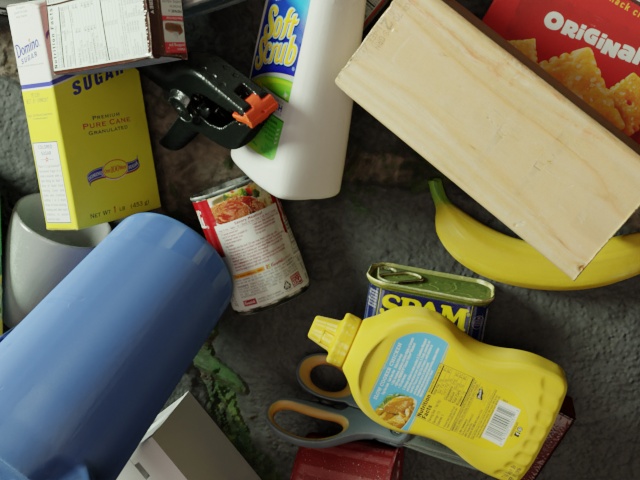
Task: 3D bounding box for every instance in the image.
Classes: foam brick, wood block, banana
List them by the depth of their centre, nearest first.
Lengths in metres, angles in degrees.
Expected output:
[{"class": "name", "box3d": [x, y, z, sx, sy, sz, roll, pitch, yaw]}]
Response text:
[{"class": "wood block", "box3d": [0.124, -0.077, 0.724, 0.206, 0.090, 0.090, 41, 107, 11]}, {"class": "banana", "box3d": [0.174, 0.006, 0.841, 0.198, 0.037, 0.070, 14, 103, 6]}, {"class": "foam brick", "box3d": [0.164, 0.155, 0.867, 0.051, 0.053, 0.078, 30, 105, 2]}]

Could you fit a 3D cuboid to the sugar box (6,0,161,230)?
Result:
[{"class": "sugar box", "box3d": [-0.185, -0.103, 0.847, 0.048, 0.093, 0.176, 4, 106, 38]}]

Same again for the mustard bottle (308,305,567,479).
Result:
[{"class": "mustard bottle", "box3d": [0.081, 0.104, 0.810, 0.191, 0.058, 0.096, 23, 109, 2]}]

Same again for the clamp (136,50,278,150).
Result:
[{"class": "clamp", "box3d": [-0.100, -0.116, 0.796, 0.039, 0.172, 0.120, -51, 122, -23]}]

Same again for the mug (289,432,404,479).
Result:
[{"class": "mug", "box3d": [0.021, 0.214, 0.893, 0.081, 0.093, 0.117, 9, 140, 12]}]

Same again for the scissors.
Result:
[{"class": "scissors", "box3d": [0.057, 0.140, 0.869, 0.202, 0.096, 0.016, 5, 140, 5]}]

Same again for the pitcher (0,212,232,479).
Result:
[{"class": "pitcher", "box3d": [-0.177, 0.092, 0.787, 0.149, 0.242, 0.145, 35, 143, -1]}]

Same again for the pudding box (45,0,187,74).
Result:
[{"class": "pudding box", "box3d": [-0.150, -0.168, 0.765, 0.114, 0.039, 0.090, 1, 100, 40]}]

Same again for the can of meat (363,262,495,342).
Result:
[{"class": "can of meat", "box3d": [0.083, 0.071, 0.861, 0.102, 0.057, 0.084, 10, 106, 8]}]

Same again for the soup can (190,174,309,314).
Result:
[{"class": "soup can", "box3d": [-0.056, 0.001, 0.863, 0.068, 0.068, 0.102, -18, 99, 12]}]

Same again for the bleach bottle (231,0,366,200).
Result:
[{"class": "bleach bottle", "box3d": [-0.008, -0.161, 0.779, 0.068, 0.103, 0.251, -5, 118, -28]}]
